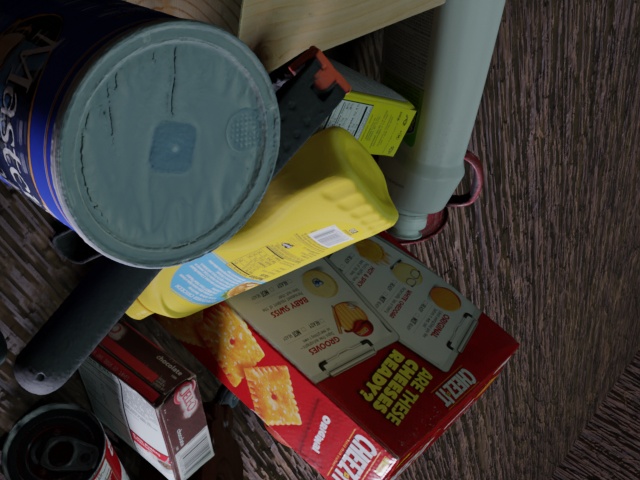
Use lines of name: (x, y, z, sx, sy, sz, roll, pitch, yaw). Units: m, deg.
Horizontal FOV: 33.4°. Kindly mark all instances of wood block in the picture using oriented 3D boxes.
wood block: (-0.009, -0.170, 0.610, 0.205, 0.090, 0.091, -31, 143, -44)

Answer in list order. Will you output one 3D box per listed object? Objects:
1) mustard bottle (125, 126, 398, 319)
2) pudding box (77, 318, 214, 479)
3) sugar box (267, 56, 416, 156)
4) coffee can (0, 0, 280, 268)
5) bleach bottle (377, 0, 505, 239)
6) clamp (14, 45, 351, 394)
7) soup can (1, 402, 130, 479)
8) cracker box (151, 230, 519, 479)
mustard bottle: (-0.054, 0.000, 0.642, 0.192, 0.058, 0.096, -25, 159, 14)
pudding box: (-0.120, 0.105, 0.718, 0.039, 0.090, 0.113, -41, 151, -28)
sugar box: (-0.019, -0.093, 0.675, 0.175, 0.093, 0.048, -6, 124, -58)
coffee can: (-0.099, -0.058, 0.479, 0.102, 0.140, 0.103, -16, 117, -33)
bleach bottle: (0.077, -0.123, 0.759, 0.068, 0.103, 0.251, -2, 116, -23)
clamp: (-0.073, -0.017, 0.542, 0.210, 0.036, 0.164, -36, -156, 17)
soup can: (-0.167, 0.163, 0.724, 0.068, 0.069, 0.102, -46, 153, -24)
cracker box: (0.006, 0.059, 0.748, 0.163, 0.214, 0.072, -32, 156, -45)
